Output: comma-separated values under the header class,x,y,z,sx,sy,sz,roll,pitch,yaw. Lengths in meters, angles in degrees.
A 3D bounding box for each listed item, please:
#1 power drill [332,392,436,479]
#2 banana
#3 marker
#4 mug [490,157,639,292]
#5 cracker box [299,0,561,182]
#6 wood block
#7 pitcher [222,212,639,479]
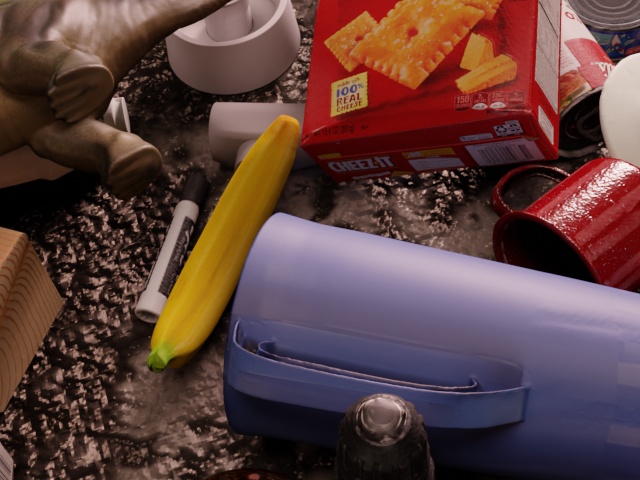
class,x,y,z,sx,sy,sz,roll,pitch,yaw
power drill,0.098,0.136,0.521,0.188,0.184,0.057,6,53,9
banana,-0.063,0.009,0.704,0.037,0.070,0.197,30,67,-12
marker,-0.101,0.002,0.744,0.020,0.020,0.121,8,57,12
mug,0.162,-0.006,0.677,0.081,0.093,0.117,-35,60,-22
cracker box,0.080,-0.155,0.745,0.164,0.072,0.213,-5,67,26
wood block,-0.292,0.030,0.706,0.206,0.090,0.090,14,57,16
pitcher,0.071,0.070,0.596,0.243,0.145,0.149,9,53,14
